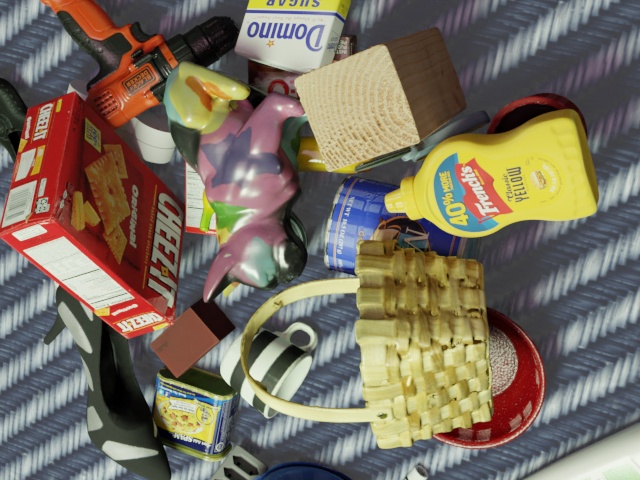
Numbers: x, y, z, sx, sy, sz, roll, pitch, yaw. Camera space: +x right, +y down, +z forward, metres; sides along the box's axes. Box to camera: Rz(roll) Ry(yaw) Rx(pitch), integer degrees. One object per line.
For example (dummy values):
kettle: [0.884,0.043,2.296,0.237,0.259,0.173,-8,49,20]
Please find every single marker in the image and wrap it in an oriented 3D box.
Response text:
marker: [0.080,0.302,1.219,0.020,0.020,0.121,39,114,6]

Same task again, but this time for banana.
banana: [-0.044,-0.073,1.128,0.198,0.037,0.069,-21,87,2]

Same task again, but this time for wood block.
wood block: [0.063,-0.137,0.998,0.091,0.205,0.090,-18,99,23]

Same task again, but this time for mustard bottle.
mustard bottle: [0.151,-0.053,0.980,0.192,0.058,0.096,-11,111,23]

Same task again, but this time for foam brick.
foam brick: [-0.147,0.110,1.229,0.078,0.051,0.053,-41,88,24]

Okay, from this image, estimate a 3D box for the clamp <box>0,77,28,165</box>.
clamp: [-0.356,-0.124,1.238,0.172,0.039,0.120,38,123,22]

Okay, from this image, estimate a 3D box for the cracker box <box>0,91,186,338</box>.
cracker box: [-0.225,-0.023,1.106,0.072,0.164,0.213,-16,141,22]

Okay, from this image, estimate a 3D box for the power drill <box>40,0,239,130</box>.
power drill: [-0.203,-0.234,1.131,0.184,0.057,0.188,-33,85,-1]

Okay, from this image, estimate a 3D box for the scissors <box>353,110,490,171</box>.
scissors: [0.102,-0.094,1.000,0.096,0.201,0.016,-29,86,21]

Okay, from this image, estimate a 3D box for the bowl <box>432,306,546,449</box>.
bowl: [0.159,0.135,1.123,0.162,0.055,0.162,5,107,18]

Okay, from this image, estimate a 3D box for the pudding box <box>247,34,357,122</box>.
pudding box: [-0.019,-0.170,1.110,0.114,0.039,0.090,5,107,18]

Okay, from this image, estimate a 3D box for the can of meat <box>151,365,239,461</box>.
can of meat: [-0.149,0.199,1.253,0.102,0.057,0.084,16,108,15]

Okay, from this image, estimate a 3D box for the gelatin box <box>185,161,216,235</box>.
gelatin box: [-0.111,-0.050,1.182,0.073,0.030,0.089,6,104,18]

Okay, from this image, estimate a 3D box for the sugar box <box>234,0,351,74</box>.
sugar box: [-0.014,-0.256,1.056,0.093,0.048,0.176,18,92,15]

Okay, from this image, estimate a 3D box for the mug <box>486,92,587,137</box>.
mug: [0.220,-0.089,1.024,0.117,0.081,0.093,43,114,4]

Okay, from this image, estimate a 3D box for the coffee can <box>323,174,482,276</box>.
coffee can: [0.086,-0.003,1.085,0.140,0.102,0.103,13,109,16]
